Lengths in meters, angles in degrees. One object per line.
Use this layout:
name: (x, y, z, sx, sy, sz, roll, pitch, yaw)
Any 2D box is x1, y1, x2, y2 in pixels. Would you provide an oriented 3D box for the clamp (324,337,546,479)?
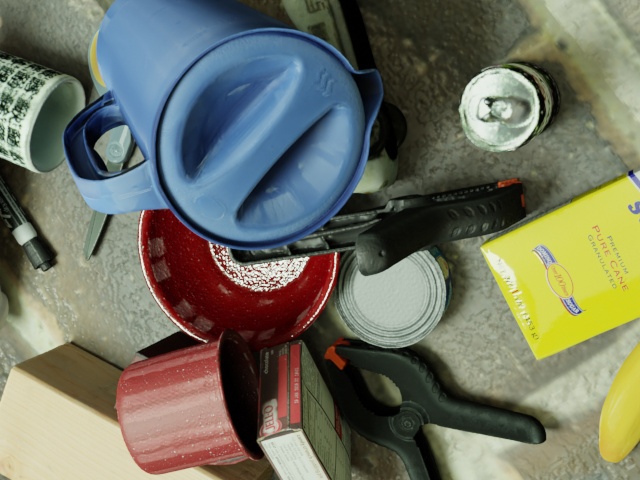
clamp: (0.069, 0.144, 0.806, 0.171, 0.039, 0.120, 32, 102, 14)

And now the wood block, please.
wood block: (-0.151, 0.174, 0.854, 0.206, 0.090, 0.091, 25, 105, 13)

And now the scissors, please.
scissors: (-0.172, -0.090, 0.856, 0.096, 0.016, 0.202, 39, 108, 10)

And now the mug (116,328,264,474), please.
mug: (-0.086, 0.124, 0.756, 0.081, 0.093, 0.117, -16, 137, 12)

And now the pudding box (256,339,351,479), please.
pudding box: (-0.010, 0.143, 0.781, 0.039, 0.090, 0.113, -17, 126, 13)

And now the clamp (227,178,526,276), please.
clamp: (0.052, -0.011, 0.722, 0.165, 0.209, 0.036, 1, 103, 50)

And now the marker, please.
marker: (-0.261, -0.026, 0.892, 0.020, 0.020, 0.121, -34, 88, 20)

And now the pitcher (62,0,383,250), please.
pitcher: (-0.082, -0.095, 0.700, 0.149, 0.243, 0.145, 19, 104, -29)

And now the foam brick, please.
foam brick: (-0.115, 0.111, 0.838, 0.051, 0.078, 0.053, 25, 103, 13)

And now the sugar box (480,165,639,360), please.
sugar box: (0.210, 0.004, 0.733, 0.176, 0.048, 0.093, -28, 90, 21)

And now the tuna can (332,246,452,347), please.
tuna can: (0.054, 0.035, 0.794, 0.086, 0.033, 0.086, 3, 100, 17)

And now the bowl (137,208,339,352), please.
bowl: (-0.055, 0.001, 0.812, 0.162, 0.055, 0.162, 3, 100, 17)
